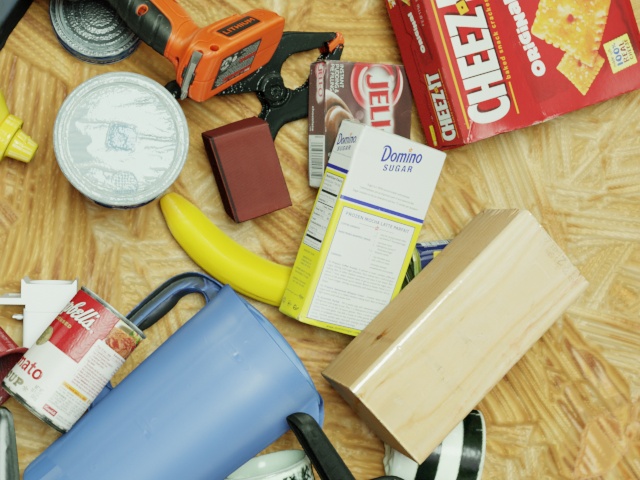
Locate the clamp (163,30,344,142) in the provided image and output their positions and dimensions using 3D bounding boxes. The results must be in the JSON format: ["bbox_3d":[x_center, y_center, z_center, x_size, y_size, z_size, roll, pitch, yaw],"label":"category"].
[{"bbox_3d":[-0.044,-0.122,0.954,0.171,0.039,0.120,-30,112,-10],"label":"clamp"}]

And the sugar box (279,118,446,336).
[{"bbox_3d":[0.036,-0.008,0.923,0.093,0.048,0.176,16,93,-32],"label":"sugar box"}]

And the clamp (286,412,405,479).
[{"bbox_3d":[0.019,0.246,0.894,0.209,0.036,0.164,28,89,-35],"label":"clamp"}]

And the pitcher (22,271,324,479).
[{"bbox_3d":[-0.131,0.151,0.902,0.243,0.149,0.145,-39,117,-5],"label":"pitcher"}]

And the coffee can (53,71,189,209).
[{"bbox_3d":[-0.164,-0.078,0.880,0.102,0.140,0.103,0,90,-10],"label":"coffee can"}]

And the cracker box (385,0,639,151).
[{"bbox_3d":[0.179,-0.186,0.956,0.213,0.072,0.164,-19,94,-23],"label":"cracker box"}]

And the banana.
[{"bbox_3d":[-0.057,0.019,0.955,0.197,0.037,0.069,19,64,-12],"label":"banana"}]

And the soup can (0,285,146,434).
[{"bbox_3d":[-0.200,0.097,0.865,0.068,0.069,0.102,40,77,-8],"label":"soup can"}]

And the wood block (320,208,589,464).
[{"bbox_3d":[0.111,0.075,0.895,0.206,0.091,0.090,-44,102,-10],"label":"wood block"}]

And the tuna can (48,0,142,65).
[{"bbox_3d":[-0.192,-0.198,0.929,0.086,0.034,0.086,0,90,-10],"label":"tuna can"}]

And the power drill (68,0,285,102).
[{"bbox_3d":[-0.123,-0.206,0.875,0.188,0.057,0.184,38,48,12],"label":"power drill"}]

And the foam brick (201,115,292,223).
[{"bbox_3d":[-0.064,-0.062,0.913,0.051,0.053,0.078,-20,107,-11],"label":"foam brick"}]

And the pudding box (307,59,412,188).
[{"bbox_3d":[0.035,-0.102,0.951,0.089,0.039,0.113,-2,98,-28],"label":"pudding box"}]
